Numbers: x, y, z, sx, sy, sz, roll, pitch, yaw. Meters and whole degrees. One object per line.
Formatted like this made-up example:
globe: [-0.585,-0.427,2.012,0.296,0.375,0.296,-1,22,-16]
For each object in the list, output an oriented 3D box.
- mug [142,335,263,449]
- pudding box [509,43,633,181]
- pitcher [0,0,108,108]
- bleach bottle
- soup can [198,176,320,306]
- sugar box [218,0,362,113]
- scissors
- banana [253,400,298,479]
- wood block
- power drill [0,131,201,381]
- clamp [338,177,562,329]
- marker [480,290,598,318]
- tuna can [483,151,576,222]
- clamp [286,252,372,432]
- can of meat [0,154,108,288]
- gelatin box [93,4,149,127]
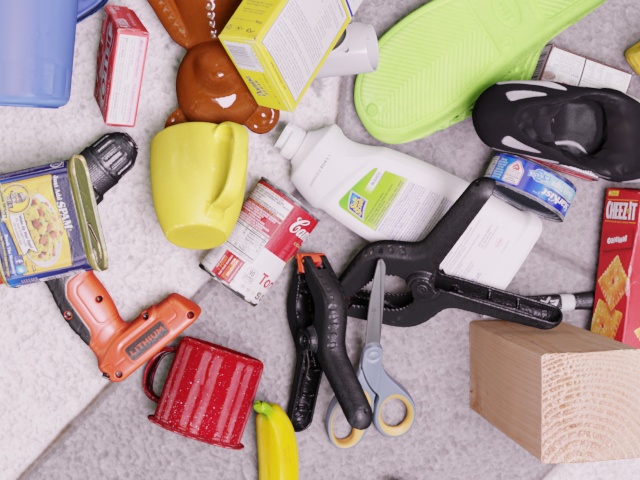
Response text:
mug: [-0.111,0.134,0.978,0.117,0.093,0.081,16,85,28]
pudding box: [0.240,-0.122,1.029,0.090,0.039,0.113,18,93,-8]
pitcher: [-0.257,-0.237,0.921,0.149,0.145,0.243,4,96,4]
bleach bottle: [0.074,-0.041,0.997,0.250,0.068,0.102,31,99,-6]
soup can: [-0.056,0.001,0.981,0.068,0.068,0.102,37,88,-8]
sugar box: [-0.013,-0.209,0.924,0.048,0.093,0.176,15,64,30]
scissors: [0.063,0.113,0.995,0.096,0.016,0.202,12,113,-19]
banana: [-0.047,0.232,0.997,0.037,0.069,0.198,6,104,31]
wood block: [0.204,0.127,0.951,0.090,0.206,0.091,-2,93,-8]
power drill: [-0.196,0.019,0.970,0.184,0.057,0.187,-41,94,0]
clamp: [0.096,0.024,0.959,0.210,0.036,0.164,-8,123,26]
marker: [0.216,0.062,1.044,0.121,0.020,0.020,-4,93,-7]
tuna can: [0.195,-0.050,1.002,0.086,0.086,0.034,27,87,-8]
clamp: [0.005,0.096,0.975,0.039,0.120,0.171,-5,92,-39]
can of meat: [-0.235,-0.015,0.908,0.084,0.057,0.102,-12,93,0]
gelatin box: [-0.177,-0.154,0.939,0.030,0.073,0.089,2,117,-22]
